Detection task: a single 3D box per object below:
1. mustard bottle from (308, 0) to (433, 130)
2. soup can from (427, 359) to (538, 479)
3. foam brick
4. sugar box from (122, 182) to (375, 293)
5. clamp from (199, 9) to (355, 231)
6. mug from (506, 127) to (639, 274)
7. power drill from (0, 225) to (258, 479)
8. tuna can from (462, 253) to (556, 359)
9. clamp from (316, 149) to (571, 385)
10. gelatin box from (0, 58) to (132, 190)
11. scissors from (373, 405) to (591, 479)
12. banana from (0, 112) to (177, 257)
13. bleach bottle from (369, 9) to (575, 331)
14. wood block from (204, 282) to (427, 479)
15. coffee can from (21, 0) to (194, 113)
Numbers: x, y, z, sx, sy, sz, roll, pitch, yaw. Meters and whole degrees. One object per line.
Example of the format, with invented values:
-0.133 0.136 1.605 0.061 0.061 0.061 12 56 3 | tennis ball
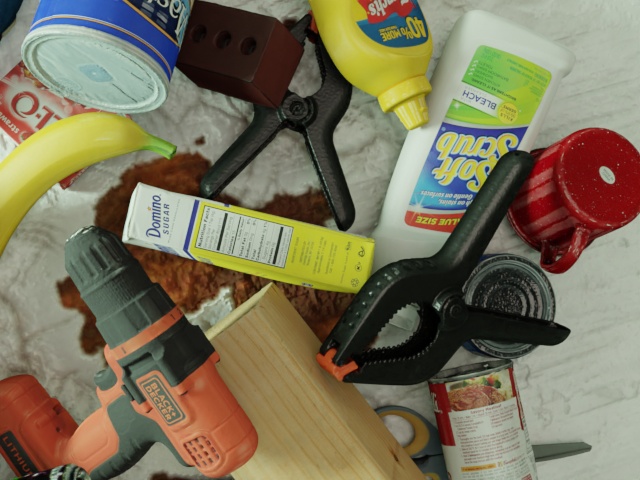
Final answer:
0.036 -0.174 0.814 0.096 0.058 0.191 -20 86 -46 | mustard bottle
0.125 0.148 0.815 0.068 0.068 0.102 -12 88 -13 | soup can
-0.063 -0.138 0.794 0.078 0.051 0.053 18 80 25 | foam brick
-0.055 0.001 0.786 0.176 0.093 0.048 11 85 -11 | sugar box
-0.011 -0.089 0.826 0.120 0.039 0.171 21 83 -9 | clamp
0.200 -0.030 0.839 0.093 0.082 0.117 24 73 -10 | mug
-0.153 0.098 0.722 0.184 0.188 0.057 57 35 -4 | power drill
0.145 0.053 0.857 0.086 0.034 0.086 1 87 -12 | tuna can
0.090 0.035 0.772 0.209 0.036 0.164 -20 112 -23 | clamp
-0.196 -0.093 0.791 0.089 0.030 0.073 45 80 -7 | gelatin box
0.116 0.159 0.856 0.201 0.016 0.096 -19 92 -13 | scissors
-0.200 -0.034 0.757 0.198 0.037 0.069 -34 92 10 | banana
0.109 -0.047 0.841 0.102 0.068 0.251 22 85 -9 | bleach bottle
-0.011 0.144 0.775 0.090 0.090 0.206 -37 94 12 | wood block
-0.140 -0.175 0.753 0.102 0.103 0.140 17 69 -11 | coffee can
